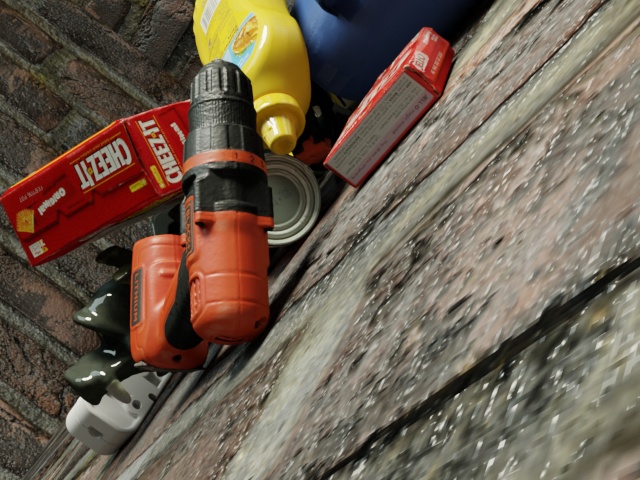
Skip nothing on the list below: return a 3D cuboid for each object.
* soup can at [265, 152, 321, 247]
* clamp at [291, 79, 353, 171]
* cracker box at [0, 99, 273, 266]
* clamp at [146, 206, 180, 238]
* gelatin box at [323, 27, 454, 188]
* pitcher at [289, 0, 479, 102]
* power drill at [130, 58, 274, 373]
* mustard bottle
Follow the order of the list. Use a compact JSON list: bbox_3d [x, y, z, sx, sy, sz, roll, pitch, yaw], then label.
[{"bbox_3d":[-0.040,-0.028,0.792,0.068,0.068,0.102,-54,7,-7],"label":"soup can"},{"bbox_3d":[-0.017,-0.124,0.874,0.036,0.164,0.210,-29,22,13],"label":"clamp"},{"bbox_3d":[-0.134,-0.065,0.891,0.164,0.072,0.213,-25,3,36],"label":"cracker box"},{"bbox_3d":[-0.152,-0.025,1.204,0.171,0.120,0.039,-41,-22,-53],"label":"clamp"},{"bbox_3d":[0.044,-0.085,0.675,0.089,0.030,0.073,-49,8,33],"label":"gelatin box"},{"bbox_3d":[0.060,-0.207,0.765,0.243,0.149,0.145,130,153,-50],"label":"pitcher"},{"bbox_3d":[-0.082,-0.002,0.704,0.188,0.057,0.184,130,142,-60],"label":"power drill"},{"bbox_3d":[-0.048,-0.129,0.782,0.096,0.058,0.192,-59,33,34],"label":"mustard bottle"}]
